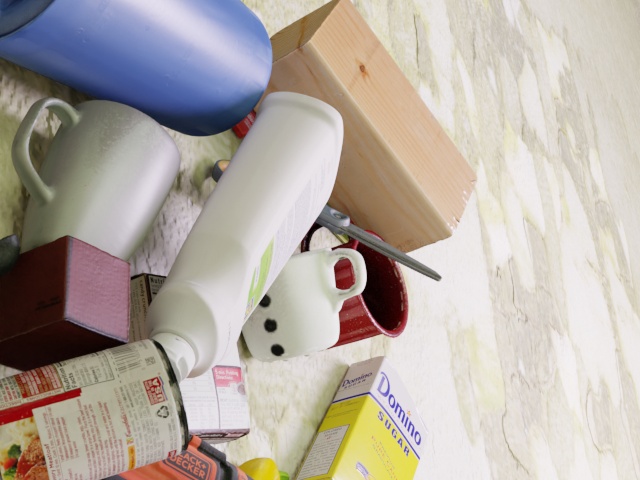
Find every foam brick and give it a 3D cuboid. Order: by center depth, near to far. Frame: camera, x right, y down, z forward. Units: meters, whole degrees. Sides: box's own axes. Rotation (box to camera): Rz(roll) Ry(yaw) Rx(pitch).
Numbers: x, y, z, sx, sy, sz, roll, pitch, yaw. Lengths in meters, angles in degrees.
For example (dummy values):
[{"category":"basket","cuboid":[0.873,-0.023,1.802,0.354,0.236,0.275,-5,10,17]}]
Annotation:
[{"category":"foam brick","cuboid":[-0.155,0.038,0.609,0.051,0.078,0.053,32,48,-51]}]

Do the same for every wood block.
[{"category":"wood block","cuboid":[0.035,-0.093,0.917,0.206,0.090,0.090,51,41,-20]}]

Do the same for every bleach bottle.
[{"category":"bleach bottle","cuboid":[-0.055,0.001,0.714,0.250,0.068,0.103,-61,164,-51]}]

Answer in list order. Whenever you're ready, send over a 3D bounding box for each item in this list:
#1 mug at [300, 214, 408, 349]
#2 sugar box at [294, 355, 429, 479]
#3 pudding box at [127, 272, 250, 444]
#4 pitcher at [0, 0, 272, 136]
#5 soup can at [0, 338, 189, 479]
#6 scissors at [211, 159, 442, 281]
[{"category":"mug","cuboid":[0.014,0.035,0.905,0.093,0.082,0.117,1,73,-60]},{"category":"sugar box","cuboid":[0.039,0.182,0.897,0.093,0.048,0.176,61,31,-17]},{"category":"pudding box","cuboid":[-0.095,0.082,0.729,0.089,0.039,0.113,13,59,-55]},{"category":"pitcher","cuboid":[-0.125,-0.160,0.707,0.242,0.149,0.145,24,65,-61]},{"category":"soup can","cuboid":[-0.129,0.097,0.574,0.102,0.069,0.068,-15,85,-21]},{"category":"scissors","cuboid":[0.008,-0.026,0.878,0.201,0.016,0.096,23,24,-3]}]
